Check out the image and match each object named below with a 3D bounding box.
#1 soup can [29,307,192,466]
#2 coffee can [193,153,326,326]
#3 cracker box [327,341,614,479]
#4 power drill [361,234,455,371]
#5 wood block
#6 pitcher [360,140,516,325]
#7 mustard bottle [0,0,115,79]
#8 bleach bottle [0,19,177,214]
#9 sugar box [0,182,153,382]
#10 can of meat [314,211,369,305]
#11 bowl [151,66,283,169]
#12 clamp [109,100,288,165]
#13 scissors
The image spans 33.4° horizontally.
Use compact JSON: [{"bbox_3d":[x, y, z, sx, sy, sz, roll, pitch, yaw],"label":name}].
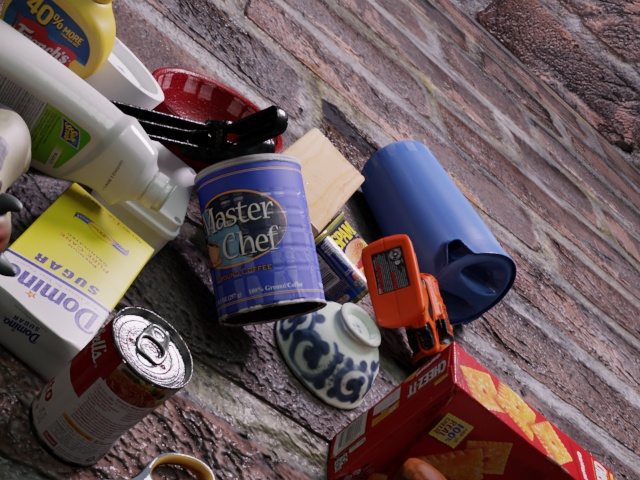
[{"bbox_3d":[-0.147,0.103,0.745,0.068,0.102,0.068,37,26,-22],"label":"soup can"},{"bbox_3d":[-0.057,0.001,0.995,0.102,0.103,0.140,7,69,-56],"label":"coffee can"},{"bbox_3d":[0.138,0.216,0.970,0.213,0.164,0.072,40,27,-15],"label":"cracker box"},{"bbox_3d":[0.105,0.092,1.161,0.187,0.057,0.184,56,18,-56],"label":"power drill"},{"bbox_3d":[-0.033,-0.044,1.175,0.090,0.091,0.205,46,24,-3],"label":"wood block"},{"bbox_3d":[0.144,-0.010,1.396,0.144,0.149,0.243,7,40,-34],"label":"pitcher"},{"bbox_3d":[-0.233,-0.172,0.915,0.096,0.192,0.058,43,24,-9],"label":"mustard bottle"},{"bbox_3d":[-0.232,-0.101,0.876,0.250,0.103,0.068,36,38,-7],"label":"bleach bottle"},{"bbox_3d":[-0.201,0.028,0.840,0.093,0.048,0.176,41,23,-10],"label":"sugar box"},{"bbox_3d":[0.022,0.025,1.205,0.084,0.058,0.102,49,24,-3],"label":"can of meat"},{"bbox_3d":[-0.123,-0.122,1.166,0.162,0.055,0.162,27,25,-14],"label":"bowl"},{"bbox_3d":[-0.086,-0.094,0.989,0.209,0.165,0.036,25,69,-72],"label":"clamp"},{"bbox_3d":[-0.133,0.192,0.739,0.201,0.016,0.096,3,49,-58],"label":"scissors"}]
